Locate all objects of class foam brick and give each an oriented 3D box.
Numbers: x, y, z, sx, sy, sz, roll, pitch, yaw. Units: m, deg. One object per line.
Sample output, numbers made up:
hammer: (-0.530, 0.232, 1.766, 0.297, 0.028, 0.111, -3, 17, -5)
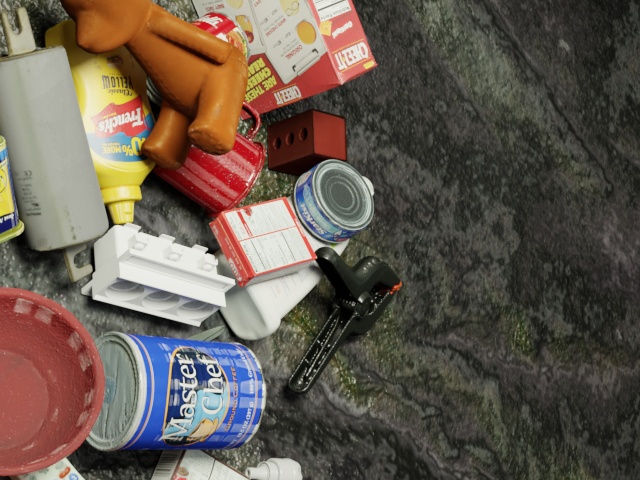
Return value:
foam brick: (-0.015, -0.107, 1.174, 0.051, 0.078, 0.053, 8, 74, -42)

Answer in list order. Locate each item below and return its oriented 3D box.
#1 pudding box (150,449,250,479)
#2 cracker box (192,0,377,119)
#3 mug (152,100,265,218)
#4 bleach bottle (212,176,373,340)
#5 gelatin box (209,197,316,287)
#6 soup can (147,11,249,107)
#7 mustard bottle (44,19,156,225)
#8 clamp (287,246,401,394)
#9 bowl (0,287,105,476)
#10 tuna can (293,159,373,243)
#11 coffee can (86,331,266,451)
pudding box: (-0.125, 0.259, 1.022, 0.090, 0.039, 0.113, 40, 58, -32)
cracker box: (-0.052, -0.250, 1.106, 0.072, 0.165, 0.213, -32, 104, -40)
mug: (-0.108, -0.091, 1.064, 0.081, 0.093, 0.117, 35, 95, -28)
bleach bottle: (-0.017, 0.002, 1.161, 0.250, 0.068, 0.102, -39, 104, -43)
gelatin box: (-0.057, 0.001, 1.059, 0.089, 0.030, 0.073, -16, 72, -42)
soup can: (-0.129, -0.183, 1.086, 0.102, 0.069, 0.068, -42, 111, -40)
mustard bottle: (-0.200, -0.110, 1.010, 0.096, 0.058, 0.191, -6, 86, -44)
clamp: (0.030, 0.078, 1.182, 0.209, 0.036, 0.165, -9, 117, -62)
bowl: (-0.264, 0.122, 0.882, 0.162, 0.055, 0.162, 13, 58, -21)
tuna can: (0.015, -0.043, 1.140, 0.086, 0.034, 0.086, 19, 56, -32)
coffee can: (-0.135, 0.139, 0.967, 0.140, 0.103, 0.103, 10, 75, -43)
